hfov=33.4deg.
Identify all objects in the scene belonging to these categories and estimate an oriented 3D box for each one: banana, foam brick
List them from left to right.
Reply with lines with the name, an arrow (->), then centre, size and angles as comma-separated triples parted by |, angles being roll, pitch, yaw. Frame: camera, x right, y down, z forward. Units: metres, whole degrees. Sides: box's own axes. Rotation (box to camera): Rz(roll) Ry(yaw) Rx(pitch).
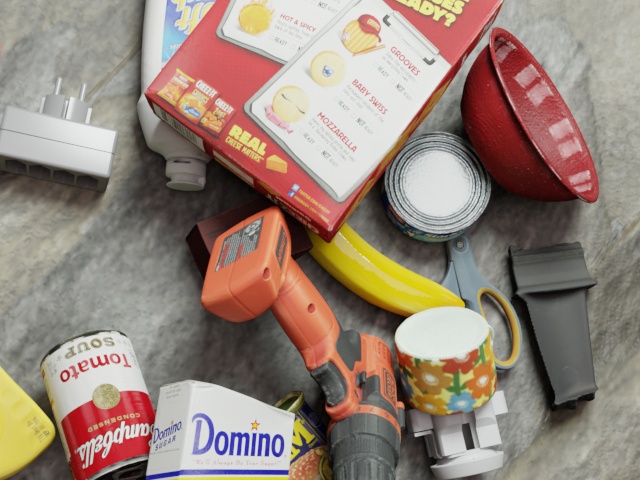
foam brick -> -0.055, 0.001, 0.818 | 0.078, 0.051, 0.053 | -22, 84, -18
banana -> 0.028, 0.000, 0.841 | 0.069, 0.037, 0.198 | -39, 87, -3

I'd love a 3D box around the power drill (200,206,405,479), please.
power drill -> -0.007, 0.082, 0.735 | 0.057, 0.184, 0.187 | -28, 114, 15

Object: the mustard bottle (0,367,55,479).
mustard bottle -> -0.280, 0.164, 0.721 | 0.096, 0.058, 0.191 | 46, 71, -1

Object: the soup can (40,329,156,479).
soup can -> -0.150, 0.122, 0.744 | 0.068, 0.068, 0.102 | -16, 63, -17

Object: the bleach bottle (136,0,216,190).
bleach bottle -> -0.087, -0.163, 0.838 | 0.102, 0.068, 0.251 | 6, 80, -12

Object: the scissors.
scissors -> 0.099, 0.018, 0.874 | 0.096, 0.016, 0.202 | -22, 82, -15

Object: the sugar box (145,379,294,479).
sugar box -> -0.069, 0.186, 0.685 | 0.093, 0.048, 0.176 | 26, 61, -38

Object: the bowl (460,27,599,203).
bowl -> 0.161, -0.090, 0.866 | 0.162, 0.055, 0.162 | 41, 33, -34

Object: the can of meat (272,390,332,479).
can of meat -> -0.026, 0.176, 0.788 | 0.102, 0.057, 0.084 | -43, 95, -18

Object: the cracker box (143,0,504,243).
cracker box -> 0.005, -0.132, 0.768 | 0.164, 0.072, 0.213 | 36, 83, 5

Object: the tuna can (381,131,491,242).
tuna can -> 0.092, -0.042, 0.863 | 0.086, 0.034, 0.086 | 1, 75, -3
